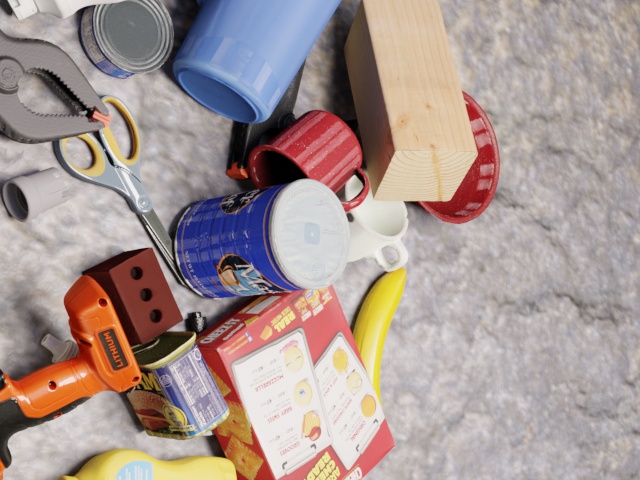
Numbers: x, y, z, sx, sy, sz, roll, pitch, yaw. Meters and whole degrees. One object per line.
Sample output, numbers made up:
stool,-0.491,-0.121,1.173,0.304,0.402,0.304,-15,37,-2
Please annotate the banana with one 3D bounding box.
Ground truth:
banana,0.060,0.121,1.181,0.069,0.037,0.198,22,72,-53

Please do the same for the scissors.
scissors,-0.189,-0.037,1.012,0.096,0.016,0.202,-20,98,-36

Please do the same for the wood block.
wood block,0.092,-0.152,1.136,0.090,0.091,0.206,0,59,-16

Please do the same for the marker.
marker,-0.116,0.130,1.049,0.020,0.020,0.121,-5,88,-39

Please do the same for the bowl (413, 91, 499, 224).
bowl,0.136,-0.097,1.250,0.161,0.055,0.162,5,82,-38

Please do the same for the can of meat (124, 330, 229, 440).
can of meat,-0.139,0.133,0.979,0.057,0.102,0.084,-36,109,-36

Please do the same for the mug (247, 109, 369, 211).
mug,-0.003,-0.072,1.067,0.081,0.117,0.093,-44,156,-32

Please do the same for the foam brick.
foam brick,-0.174,0.052,0.991,0.052,0.051,0.078,-31,104,-37

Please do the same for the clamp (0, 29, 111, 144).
clamp,-0.285,-0.135,0.926,0.209,0.036,0.164,31,73,-28

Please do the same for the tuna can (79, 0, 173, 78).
tuna can,-0.186,-0.199,1.021,0.085,0.034,0.086,5,82,-38

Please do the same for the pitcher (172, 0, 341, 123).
pitcher,-0.056,-0.248,1.065,0.242,0.149,0.145,-63,148,-15

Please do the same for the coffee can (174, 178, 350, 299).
coffee can,-0.057,0.001,1.024,0.102,0.141,0.103,9,78,-46

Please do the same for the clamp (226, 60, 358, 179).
clamp,-0.030,-0.116,1.133,0.120,0.039,0.171,43,67,-21

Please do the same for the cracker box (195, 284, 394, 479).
cracker box,-0.029,0.159,1.069,0.163,0.072,0.213,-36,111,-40

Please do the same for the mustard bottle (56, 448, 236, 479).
mustard bottle,-0.169,0.239,0.971,0.191,0.058,0.096,14,78,-37

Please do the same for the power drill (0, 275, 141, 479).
power drill,-0.253,0.106,0.870,0.187,0.057,0.184,-30,128,-19
